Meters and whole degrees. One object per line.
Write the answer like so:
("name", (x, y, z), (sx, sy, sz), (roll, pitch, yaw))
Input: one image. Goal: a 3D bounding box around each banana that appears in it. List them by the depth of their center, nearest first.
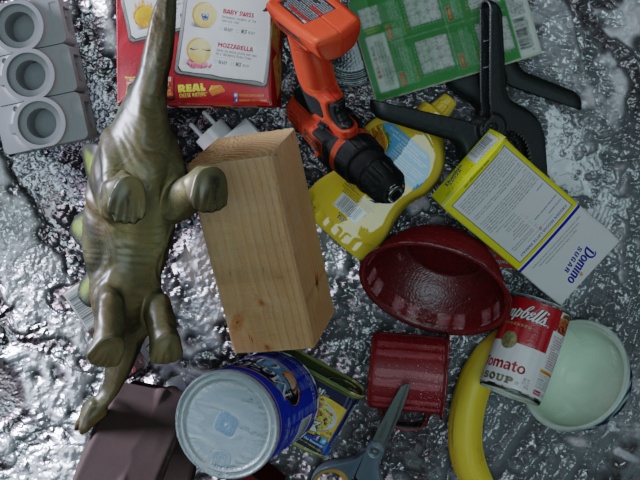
("banana", (0.171, 0.195, 1.163), (0.069, 0.037, 0.198), (-5, 98, -21))

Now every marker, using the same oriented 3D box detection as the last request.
("marker", (-0.136, 0.206, 1.174), (0.020, 0.020, 0.121), (-25, 95, 3))

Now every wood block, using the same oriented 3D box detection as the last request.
("wood block", (-0.057, 0.001, 1.083), (0.090, 0.090, 0.206), (-5, 111, 19))

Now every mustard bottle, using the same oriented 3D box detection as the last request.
("mustard bottle", (0.074, -0.077, 1.124), (0.096, 0.058, 0.191), (42, 95, 10))

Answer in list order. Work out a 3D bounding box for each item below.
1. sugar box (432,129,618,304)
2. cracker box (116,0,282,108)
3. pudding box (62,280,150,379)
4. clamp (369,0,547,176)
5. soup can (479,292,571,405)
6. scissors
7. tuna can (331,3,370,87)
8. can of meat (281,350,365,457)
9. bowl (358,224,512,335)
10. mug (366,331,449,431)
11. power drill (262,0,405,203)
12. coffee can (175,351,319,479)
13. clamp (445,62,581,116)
("sugar box", (0.209, -0.022, 1.083), (0.176, 0.048, 0.093), (38, 99, -22))
("cracker box", (-0.123, -0.244, 1.100), (0.164, 0.072, 0.214), (1, 95, 7))
("pudding box", (-0.219, 0.088, 1.128), (0.039, 0.090, 0.113), (-31, 94, 1))
("clamp", (0.172, -0.127, 1.086), (0.210, 0.036, 0.164), (42, 90, -20))
("soup can", (0.214, 0.114, 1.116), (0.068, 0.068, 0.102), (22, 81, -1))
("scissors", (0.039, 0.223, 1.137), (0.096, 0.016, 0.202), (11, 121, 12))
("tuna can", (0.031, -0.204, 1.125), (0.086, 0.034, 0.086), (0, 95, 1))
("can of meat", (-0.015, 0.174, 1.151), (0.102, 0.057, 0.084), (28, 97, -1))
("bowl", (0.124, 0.032, 1.109), (0.162, 0.162, 0.055), (22, 57, -1))
("mug", (0.092, 0.151, 1.136), (0.081, 0.093, 0.117), (5, 115, 5))
("power drill", (0.014, -0.140, 1.030), (0.057, 0.185, 0.187), (-30, 138, -17))
("coffee can", (-0.069, 0.168, 1.055), (0.103, 0.140, 0.103), (1, 92, 16))
("clamp", (0.191, -0.170, 1.124), (0.120, 0.039, 0.171), (-31, 98, 1))
